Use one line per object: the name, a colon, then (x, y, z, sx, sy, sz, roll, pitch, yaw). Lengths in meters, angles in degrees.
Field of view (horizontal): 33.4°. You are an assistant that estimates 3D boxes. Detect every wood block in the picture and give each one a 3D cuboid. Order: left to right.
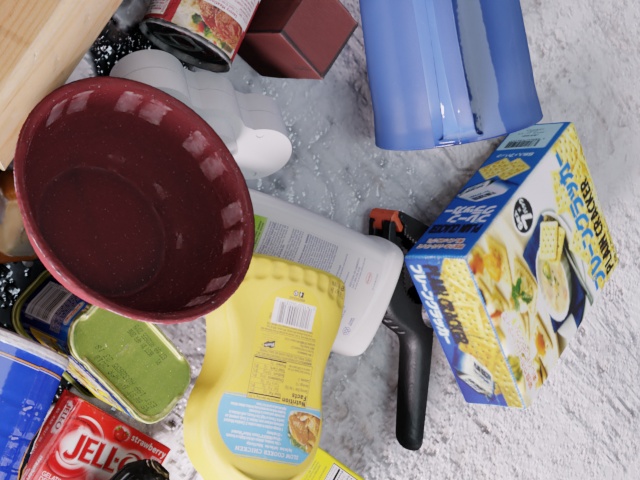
wood block: (-0.170, -0.159, 0.622, 0.091, 0.090, 0.206, 31, 76, 0)

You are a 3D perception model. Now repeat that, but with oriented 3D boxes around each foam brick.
foam brick: (-0.024, -0.152, 0.767, 0.053, 0.078, 0.051, 42, 72, -37)

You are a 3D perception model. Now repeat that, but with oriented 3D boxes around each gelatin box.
gelatin box: (-0.159, 0.157, 0.746, 0.089, 0.030, 0.073, 40, 73, -36)

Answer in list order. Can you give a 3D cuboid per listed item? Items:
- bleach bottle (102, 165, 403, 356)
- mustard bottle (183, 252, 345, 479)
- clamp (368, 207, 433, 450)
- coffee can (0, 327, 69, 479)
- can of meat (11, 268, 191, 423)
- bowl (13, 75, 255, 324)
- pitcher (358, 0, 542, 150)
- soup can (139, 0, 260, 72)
bleach bottle: (-0.055, 0.001, 0.780, 0.250, 0.068, 0.102, 28, 80, -36)
mustard bottle: (-0.042, 0.109, 0.713, 0.096, 0.058, 0.191, 17, 76, -34)
clamp: (0.086, 0.067, 0.915, 0.164, 0.036, 0.210, -50, 125, -26)
coffee can: (-0.222, 0.119, 0.631, 0.102, 0.103, 0.140, 31, 71, -37)
can of meat: (-0.143, 0.069, 0.708, 0.057, 0.084, 0.102, -50, 124, -20)
bowl: (-0.121, -0.017, 0.652, 0.161, 0.055, 0.162, 20, 55, -32)
pitcher: (0.088, -0.193, 0.807, 0.144, 0.149, 0.243, -21, 107, -34)
soup can: (-0.072, -0.176, 0.730, 0.068, 0.069, 0.102, 30, 79, -37)
